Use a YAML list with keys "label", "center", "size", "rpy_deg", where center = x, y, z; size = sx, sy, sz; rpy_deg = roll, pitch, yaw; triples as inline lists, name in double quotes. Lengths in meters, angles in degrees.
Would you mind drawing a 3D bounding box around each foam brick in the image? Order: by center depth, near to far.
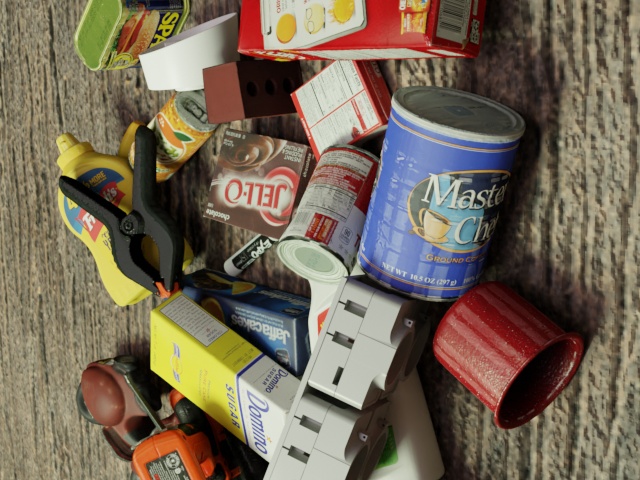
- label: "foam brick"
  center: [-0.061, -0.138, 0.980]
  size: [0.051, 0.078, 0.053]
  rpy_deg: [-1, 100, 47]

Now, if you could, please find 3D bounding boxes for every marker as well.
- label: "marker"
  center: [-0.057, 0.001, 1.053]
  size: [0.121, 0.020, 0.020]
  rpy_deg: [-38, 73, 44]

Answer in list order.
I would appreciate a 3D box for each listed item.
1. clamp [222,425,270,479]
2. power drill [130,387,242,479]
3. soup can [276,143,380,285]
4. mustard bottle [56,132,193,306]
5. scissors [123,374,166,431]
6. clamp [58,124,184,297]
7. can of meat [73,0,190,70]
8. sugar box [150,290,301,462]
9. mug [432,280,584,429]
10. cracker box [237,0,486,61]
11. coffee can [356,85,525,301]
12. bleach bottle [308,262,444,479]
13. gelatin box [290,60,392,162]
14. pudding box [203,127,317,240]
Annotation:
- label: "clamp"
  center: [-0.053, 0.244, 1.070]
  size: [0.210, 0.036, 0.164]
  rpy_deg: [61, 179, 37]
- label: "power drill"
  center: [-0.115, 0.237, 1.066]
  size: [0.057, 0.187, 0.184]
  rpy_deg: [-28, 89, 7]
- label: "soup can"
  center: [0.012, -0.022, 0.905]
  size: [0.068, 0.102, 0.068]
  rpy_deg: [20, 152, 11]
- label: "mustard bottle"
  center: [-0.223, -0.033, 1.132]
  size: [0.096, 0.058, 0.191]
  rpy_deg: [-36, 82, 16]
- label: "scissors"
  center: [-0.150, 0.229, 1.111]
  size: [0.016, 0.201, 0.096]
  rpy_deg: [-25, 43, 7]
- label: "clamp"
  center: [-0.195, -0.018, 1.076]
  size: [0.120, 0.039, 0.171]
  rpy_deg: [-20, 86, 27]
- label: "can of meat"
  center: [-0.193, -0.221, 1.085]
  size: [0.057, 0.083, 0.102]
  rpy_deg: [53, 131, 22]
- label: "sugar box"
  center: [-0.088, 0.134, 1.021]
  size: [0.176, 0.048, 0.093]
  rpy_deg: [35, 141, 26]
- label: "mug"
  center: [0.145, 0.092, 0.837]
  size: [0.082, 0.093, 0.117]
  rpy_deg: [43, 164, 35]
- label: "cracker box"
  center: [0.035, -0.228, 0.849]
  size: [0.214, 0.071, 0.164]
  rpy_deg: [8, 93, 44]
- label: "coffee can"
  center: [0.092, -0.038, 0.834]
  size: [0.103, 0.102, 0.140]
  rpy_deg: [31, 121, 36]
- label: "bleach bottle"
  center: [0.031, 0.101, 0.957]
  size: [0.103, 0.067, 0.251]
  rpy_deg: [-18, 86, 33]
- label: "gelatin box"
  center: [0.022, -0.117, 0.936]
  size: [0.089, 0.030, 0.073]
  rpy_deg: [-31, 77, 44]
- label: "pudding box"
  center: [-0.052, -0.052, 1.004]
  size: [0.114, 0.039, 0.090]
  rpy_deg: [17, 93, 42]
